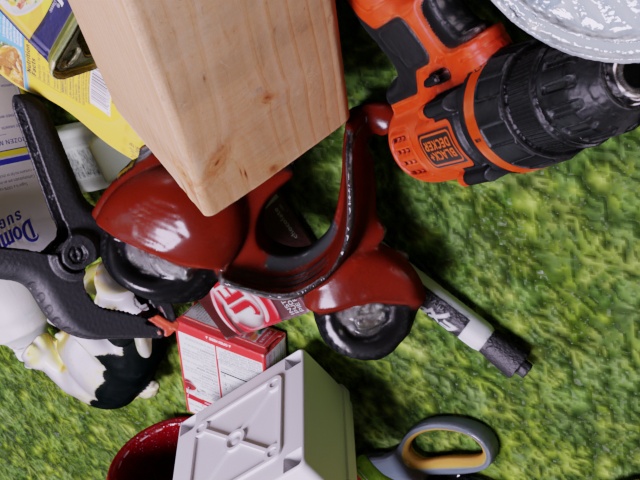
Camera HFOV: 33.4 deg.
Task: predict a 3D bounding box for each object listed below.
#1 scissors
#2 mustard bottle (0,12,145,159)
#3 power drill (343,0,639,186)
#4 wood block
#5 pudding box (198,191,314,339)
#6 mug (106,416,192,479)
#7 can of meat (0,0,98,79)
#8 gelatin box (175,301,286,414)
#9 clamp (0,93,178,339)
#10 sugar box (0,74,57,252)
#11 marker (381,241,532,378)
[{"bbox_3d":[0.050,0.164,0.708,0.096,0.016,0.202,53,138,-6],"label":"scissors"},{"bbox_3d":[-0.157,-0.127,0.626,0.192,0.058,0.096,31,134,17],"label":"mustard bottle"},{"bbox_3d":[0.043,-0.109,0.439,0.187,0.057,0.185,59,162,-7],"label":"power drill"},{"bbox_3d":[-0.055,-0.115,0.444,0.091,0.090,0.206,47,165,27],"label":"wood block"},{"bbox_3d":[-0.054,0.001,0.653,0.090,0.039,0.113,-23,104,47],"label":"pudding box"},{"bbox_3d":[-0.090,0.190,0.798,0.117,0.093,0.081,-14,122,5],"label":"mug"},{"bbox_3d":[-0.126,-0.146,0.528,0.084,0.057,0.102,46,126,6],"label":"can of meat"},{"bbox_3d":[-0.059,0.091,0.731,0.073,0.030,0.089,18,131,26],"label":"gelatin box"},{"bbox_3d":[-0.162,0.011,0.641,0.171,0.120,0.039,50,167,-19],"label":"clamp"},{"bbox_3d":[-0.227,-0.065,0.669,0.048,0.093,0.176,-14,93,48],"label":"sugar box"},{"bbox_3d":[0.067,0.036,0.596,0.121,0.020,0.020,38,137,11],"label":"marker"}]
